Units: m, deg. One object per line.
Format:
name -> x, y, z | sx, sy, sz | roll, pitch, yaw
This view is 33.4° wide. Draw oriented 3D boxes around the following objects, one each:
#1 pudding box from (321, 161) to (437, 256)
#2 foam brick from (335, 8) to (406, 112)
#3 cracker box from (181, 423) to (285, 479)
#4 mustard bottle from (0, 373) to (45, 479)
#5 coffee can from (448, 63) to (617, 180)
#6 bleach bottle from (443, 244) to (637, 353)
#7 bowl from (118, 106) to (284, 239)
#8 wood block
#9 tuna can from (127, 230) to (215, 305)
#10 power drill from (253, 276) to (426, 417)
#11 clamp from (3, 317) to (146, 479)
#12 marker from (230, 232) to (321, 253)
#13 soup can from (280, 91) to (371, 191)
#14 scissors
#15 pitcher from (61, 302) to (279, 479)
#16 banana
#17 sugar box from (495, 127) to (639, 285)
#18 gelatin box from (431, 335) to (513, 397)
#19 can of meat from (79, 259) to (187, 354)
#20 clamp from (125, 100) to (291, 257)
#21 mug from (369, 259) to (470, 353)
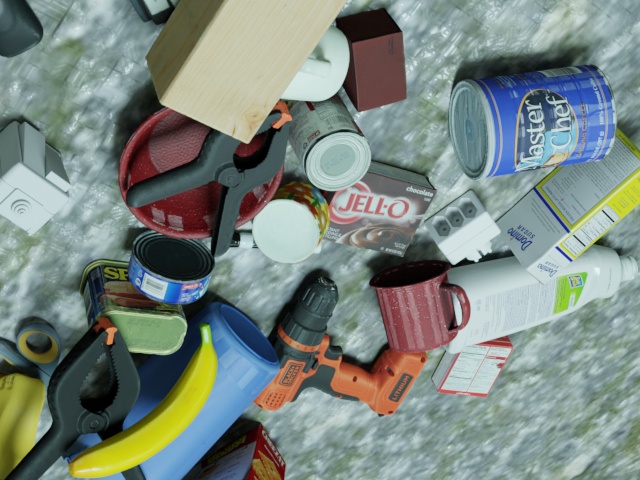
pudding box -> 0.055, -0.037, 1.144 | 0.113, 0.039, 0.090 | 11, 121, -26
foam brick -> 0.050, -0.174, 1.031 | 0.053, 0.051, 0.078 | -15, 129, -10
cracker box -> -0.126, 0.309, 1.230 | 0.164, 0.213, 0.072 | -31, 95, 5
mustard bottle -> -0.333, 0.241, 1.108 | 0.058, 0.191, 0.096 | 23, 141, -29
coffee can -> 0.216, -0.122, 1.096 | 0.140, 0.103, 0.103 | -9, 128, -13
bleach bottle -> 0.262, 0.061, 1.279 | 0.250, 0.068, 0.102 | -10, 128, -15
bowl -> -0.119, -0.081, 1.039 | 0.162, 0.055, 0.162 | -10, 128, -13
wood block -> -0.049, -0.198, 0.880 | 0.090, 0.090, 0.206 | 22, 116, -32
tuna can -> -0.153, 0.027, 1.089 | 0.086, 0.086, 0.034 | 5, 125, -23
power drill -> 0.028, 0.132, 1.255 | 0.187, 0.057, 0.185 | 15, 120, -26
clamp -> -0.239, 0.179, 1.055 | 0.164, 0.036, 0.210 | -3, 110, -33
marker -> -0.058, 0.001, 1.147 | 0.121, 0.020, 0.020 | 4, 124, -22
soup can -> 0.003, -0.103, 1.035 | 0.068, 0.102, 0.068 | -10, 128, -13
scissors -> -0.284, 0.149, 1.177 | 0.096, 0.016, 0.201 | -41, 131, 18
pitcher -> -0.158, 0.187, 1.187 | 0.243, 0.149, 0.145 | -45, 107, 9
banana -> -0.164, 0.173, 1.067 | 0.197, 0.037, 0.069 | -48, 113, -21
sugar box -> 0.286, -0.041, 1.189 | 0.048, 0.093, 0.176 | 33, 111, -35
gelatin box -> 0.191, 0.154, 1.344 | 0.073, 0.030, 0.089 | 8, 122, -23
can of meat -> -0.194, 0.070, 1.108 | 0.102, 0.084, 0.057 | 8, 122, -24
clamp -> -0.098, -0.067, 0.996 | 0.120, 0.039, 0.172 | 21, 114, -36
mug -> 0.117, 0.074, 1.189 | 0.093, 0.117, 0.081 | -28, 109, -47
